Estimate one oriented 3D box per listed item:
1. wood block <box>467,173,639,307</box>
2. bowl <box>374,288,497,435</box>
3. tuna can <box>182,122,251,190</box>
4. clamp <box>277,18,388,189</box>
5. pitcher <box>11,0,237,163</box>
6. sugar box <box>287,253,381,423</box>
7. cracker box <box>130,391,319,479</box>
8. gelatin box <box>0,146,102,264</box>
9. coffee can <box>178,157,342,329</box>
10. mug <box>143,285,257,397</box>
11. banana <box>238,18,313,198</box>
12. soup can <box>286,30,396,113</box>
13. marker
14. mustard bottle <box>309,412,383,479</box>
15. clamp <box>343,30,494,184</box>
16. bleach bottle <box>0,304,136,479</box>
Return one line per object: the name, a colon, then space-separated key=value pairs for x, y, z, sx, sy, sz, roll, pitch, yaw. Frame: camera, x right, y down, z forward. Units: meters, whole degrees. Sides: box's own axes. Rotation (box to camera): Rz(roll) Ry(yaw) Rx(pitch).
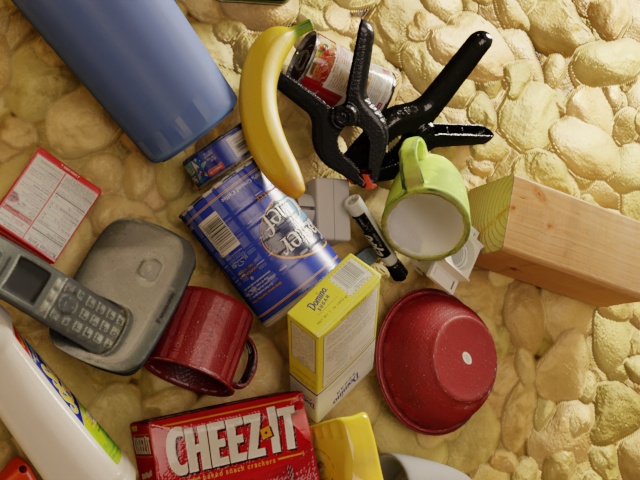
wood block: x=0.274 y=0.005 z=1.225 sx=0.205 sy=0.091 sz=0.090 roll=18 pitch=74 yaw=-22
bowl: x=0.138 y=0.128 z=1.146 sx=0.161 sy=0.055 sz=0.162 roll=7 pitch=78 yaw=-35
tuna can: x=-0.095 y=-0.087 z=1.069 sx=0.086 sy=0.086 sz=0.034 roll=-36 pitch=96 yaw=-26
clamp: x=0.011 y=-0.131 z=1.097 sx=0.120 sy=0.039 sz=0.171 roll=-12 pitch=101 yaw=7
pitcher: x=-0.187 y=-0.203 z=1.031 sx=0.149 sy=0.145 sz=0.243 roll=-39 pitch=103 yaw=-12
sugar box: x=0.012 y=0.099 z=1.044 sx=0.048 sy=0.176 sz=0.093 roll=38 pitch=62 yaw=21
cracker box: x=-0.079 y=0.264 z=1.024 sx=0.163 sy=0.072 sz=0.214 roll=-8 pitch=84 yaw=-27
gelatin box: x=-0.262 y=-0.031 z=1.012 sx=0.073 sy=0.030 sz=0.089 roll=36 pitch=69 yaw=-17
coffee can: x=-0.057 y=0.001 z=1.053 sx=0.102 sy=0.103 sz=0.140 roll=-38 pitch=91 yaw=-26
mug: x=-0.106 y=0.101 z=1.034 sx=0.117 sy=0.093 sz=0.081 roll=33 pitch=63 yaw=-32
banana: x=-0.046 y=-0.133 z=1.032 sx=0.070 sy=0.037 sz=0.198 roll=-2 pitch=69 yaw=12
soup can: x=0.022 y=-0.174 z=1.149 sx=0.102 sy=0.069 sz=0.068 roll=23 pitch=72 yaw=-21
marker: x=0.061 y=0.000 z=1.132 sx=0.020 sy=0.020 sz=0.121 roll=-51 pitch=126 yaw=-24
mustard bottle: x=0.036 y=0.271 z=1.051 sx=0.058 sy=0.096 sz=0.191 roll=-8 pitch=76 yaw=-31
clamp: x=0.109 y=-0.131 z=1.160 sx=0.209 sy=0.164 sz=0.036 roll=-28 pitch=52 yaw=-19
bleach bottle: x=-0.263 y=0.131 z=0.943 sx=0.068 sy=0.103 sz=0.251 roll=-36 pitch=97 yaw=-6
